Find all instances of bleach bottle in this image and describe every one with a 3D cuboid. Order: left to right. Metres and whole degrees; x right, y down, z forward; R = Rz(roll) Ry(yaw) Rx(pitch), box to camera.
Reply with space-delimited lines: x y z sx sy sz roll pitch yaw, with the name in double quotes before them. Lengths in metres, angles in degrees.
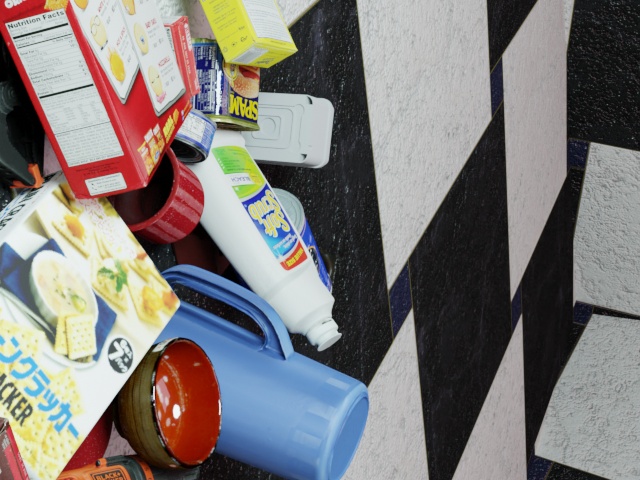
"bleach bottle" -0.057 0.001 1.072 0.068 0.251 0.102 -45 161 26

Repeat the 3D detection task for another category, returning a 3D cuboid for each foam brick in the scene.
"foam brick" -0.118 -0.005 1.147 0.078 0.051 0.053 -58 146 -46

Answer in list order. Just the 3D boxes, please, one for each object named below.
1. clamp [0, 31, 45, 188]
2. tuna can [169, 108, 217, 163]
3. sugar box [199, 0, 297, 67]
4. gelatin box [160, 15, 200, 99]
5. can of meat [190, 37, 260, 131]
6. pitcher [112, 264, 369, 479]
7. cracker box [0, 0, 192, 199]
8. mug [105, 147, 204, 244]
"clamp" -0.249 -0.123 0.827 0.120 0.039 0.171 -58 146 -40
"tuna can" -0.144 -0.104 1.016 0.086 0.086 0.034 40 61 -63
"sugar box" -0.092 -0.260 1.053 0.176 0.048 0.093 65 23 7
"gelatin box" -0.157 -0.165 0.962 0.030 0.089 0.073 -55 144 -53
"can of meat" -0.101 -0.159 1.099 0.102 0.057 0.084 1 92 -69
"pitcher" -0.079 0.136 1.022 0.145 0.243 0.149 -62 160 -25
"cracker box" -0.183 -0.162 0.846 0.164 0.072 0.213 -76 150 -59
"mug" -0.167 -0.035 0.997 0.117 0.093 0.081 -50 159 0
